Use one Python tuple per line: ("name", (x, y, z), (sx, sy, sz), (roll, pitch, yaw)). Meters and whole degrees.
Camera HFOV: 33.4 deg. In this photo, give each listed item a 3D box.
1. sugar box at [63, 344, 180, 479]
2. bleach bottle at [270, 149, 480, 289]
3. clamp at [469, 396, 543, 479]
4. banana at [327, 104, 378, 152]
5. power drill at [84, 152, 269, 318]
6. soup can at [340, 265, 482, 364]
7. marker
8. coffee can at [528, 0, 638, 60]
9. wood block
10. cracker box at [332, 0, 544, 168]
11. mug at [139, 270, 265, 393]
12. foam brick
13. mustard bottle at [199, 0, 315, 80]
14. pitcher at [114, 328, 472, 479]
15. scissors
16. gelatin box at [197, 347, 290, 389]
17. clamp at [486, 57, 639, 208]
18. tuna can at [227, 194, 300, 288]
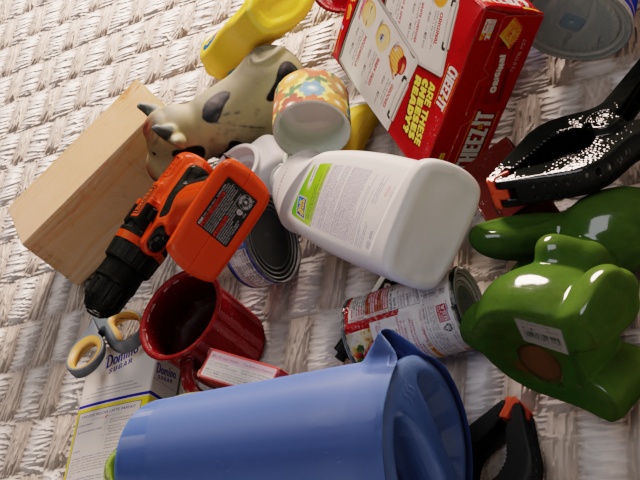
("sugar box", (-0.187, 0.181, 1.002), (0.093, 0.048, 0.176), (-16, 48, 29))
("bleach bottle", (0.026, -0.038, 0.906), (0.251, 0.068, 0.102), (27, 94, 59))
("clamp", (0.103, 0.193, 0.771), (0.120, 0.039, 0.171), (3, 56, 34))
("banana", (0.031, -0.061, 1.010), (0.070, 0.037, 0.197), (-15, 52, 32))
("power drill", (-0.134, -0.005, 0.962), (0.184, 0.057, 0.188), (-59, 25, -16))
("soup can", (0.076, 0.066, 0.862), (0.102, 0.068, 0.068), (-19, 50, 26))
("marker", (0.049, 0.053, 0.927), (0.020, 0.020, 0.121), (24, 77, 45))
("coffee can", (0.233, -0.244, 0.935), (0.103, 0.102, 0.140), (-1, 59, 37))
("wood block", (-0.234, -0.064, 1.177), (0.206, 0.090, 0.091), (-44, 38, 3))
("cracker box", (0.097, -0.184, 0.966), (0.214, 0.072, 0.164), (59, 141, 44))
("mug", (-0.104, 0.094, 0.972), (0.093, 0.081, 0.117), (-23, 48, 23))
("foam brick", (0.158, -0.035, 0.881), (0.053, 0.051, 0.078), (-35, 44, 14))
("mustard bottle", (-0.082, -0.223, 1.166), (0.096, 0.058, 0.192), (-48, 11, -30))
("pitcher", (-0.023, 0.167, 0.755), (0.243, 0.145, 0.149), (-11, 43, 31))
("scissors", (-0.236, 0.087, 1.085), (0.096, 0.016, 0.202), (-41, 28, -19))
("gelatin box", (-0.051, 0.127, 0.912), (0.089, 0.073, 0.030), (9, 66, 41))
("clamp", (0.224, -0.086, 0.830), (0.210, 0.036, 0.164), (-23, 30, 4))
("tuna can", (-0.057, 0.001, 0.999), (0.034, 0.086, 0.086), (-16, 52, 31))
